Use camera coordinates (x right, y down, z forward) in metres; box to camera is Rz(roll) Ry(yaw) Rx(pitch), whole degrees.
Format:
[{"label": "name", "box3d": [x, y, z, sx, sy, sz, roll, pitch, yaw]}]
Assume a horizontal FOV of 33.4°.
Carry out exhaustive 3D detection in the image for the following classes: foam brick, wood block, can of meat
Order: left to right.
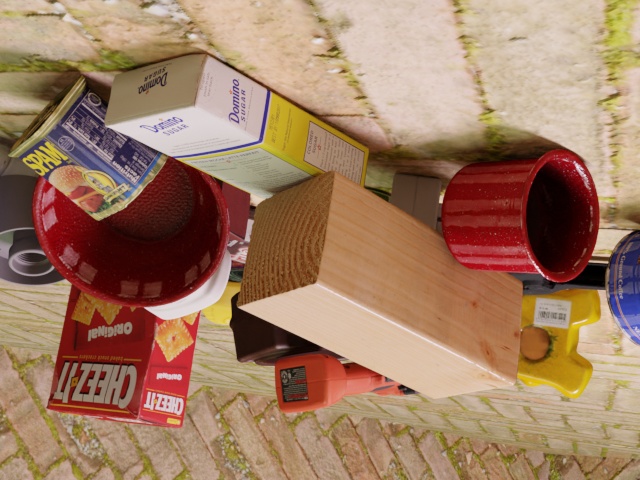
[{"label": "can of meat", "box3d": [-0.170, -0.065, 0.783, 0.084, 0.057, 0.102, 40, 155, -19]}, {"label": "foam brick", "box3d": [-0.109, -0.032, 0.953, 0.078, 0.051, 0.053, 2, 164, 25]}, {"label": "wood block", "box3d": [0.051, 0.040, 0.802, 0.205, 0.090, 0.091, 28, 149, -33]}]

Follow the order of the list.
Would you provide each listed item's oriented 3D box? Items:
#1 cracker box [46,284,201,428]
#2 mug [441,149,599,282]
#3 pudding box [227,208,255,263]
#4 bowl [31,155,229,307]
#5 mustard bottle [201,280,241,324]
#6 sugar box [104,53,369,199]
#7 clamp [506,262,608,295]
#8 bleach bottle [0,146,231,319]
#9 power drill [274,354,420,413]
[{"label": "cracker box", "box3d": [-0.210, 0.089, 1.166, 0.164, 0.213, 0.072, -3, 162, 42]}, {"label": "mug", "box3d": [0.150, -0.022, 0.781, 0.117, 0.093, 0.082, -27, -162, -39]}, {"label": "pudding box", "box3d": [-0.057, 0.001, 1.081, 0.090, 0.039, 0.114, 14, 165, -14]}, {"label": "bowl", "box3d": [-0.152, -0.026, 0.885, 0.162, 0.162, 0.055, 9, -154, -1]}, {"label": "mustard bottle", "box3d": [-0.054, 0.087, 1.393, 0.192, 0.058, 0.096, 4, 163, 19]}, {"label": "sugar box", "box3d": [-0.055, -0.074, 0.760, 0.094, 0.048, 0.176, -5, 157, 40]}, {"label": "clamp", "box3d": [0.207, 0.027, 1.020, 0.164, 0.036, 0.210, 20, 163, -39]}, {"label": "bleach bottle", "box3d": [-0.206, -0.015, 0.997, 0.103, 0.068, 0.250, -22, 135, 37]}, {"label": "power drill", "box3d": [0.061, 0.142, 1.117, 0.187, 0.057, 0.185, 1, 167, -35]}]
